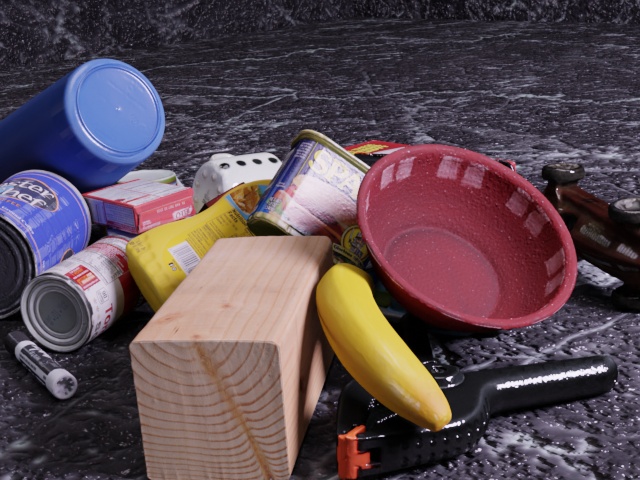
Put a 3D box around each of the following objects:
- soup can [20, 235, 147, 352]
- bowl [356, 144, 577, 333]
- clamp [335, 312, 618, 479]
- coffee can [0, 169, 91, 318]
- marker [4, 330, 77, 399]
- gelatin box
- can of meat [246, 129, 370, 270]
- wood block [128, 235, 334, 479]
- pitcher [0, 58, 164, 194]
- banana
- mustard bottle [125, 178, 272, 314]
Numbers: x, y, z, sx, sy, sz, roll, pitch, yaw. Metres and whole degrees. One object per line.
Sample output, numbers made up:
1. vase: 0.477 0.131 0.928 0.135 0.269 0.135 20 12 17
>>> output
1. soup can: -0.189 0.042 0.876 0.069 0.068 0.102 2 18 21
2. bowl: 0.094 0.009 0.746 0.162 0.055 0.162 11 48 -12
3. clamp: 0.085 0.098 0.675 0.165 0.036 0.209 8 20 29
4. coffee can: -0.282 0.001 0.978 0.103 0.103 0.140 -2 17 8
5. marker: -0.212 0.091 0.802 0.020 0.020 0.121 -14 19 -30
6. gelatin box: -0.178 -0.034 1.042 0.089 0.030 0.073 12 24 41
7. can of meat: 0.003 -0.022 0.834 0.102 0.084 0.058 34 -21 -10
8. wood block: -0.047 0.069 0.710 0.090 0.091 0.206 -1 16 9
9. pitcher: -0.260 -0.105 1.110 0.144 0.149 0.243 -8 -9 -40
10. banana: 0.032 0.054 0.667 0.069 0.037 0.198 18 17 -12
11. mustard bottle: -0.056 0.001 0.875 0.191 0.058 0.096 -29 62 -20
